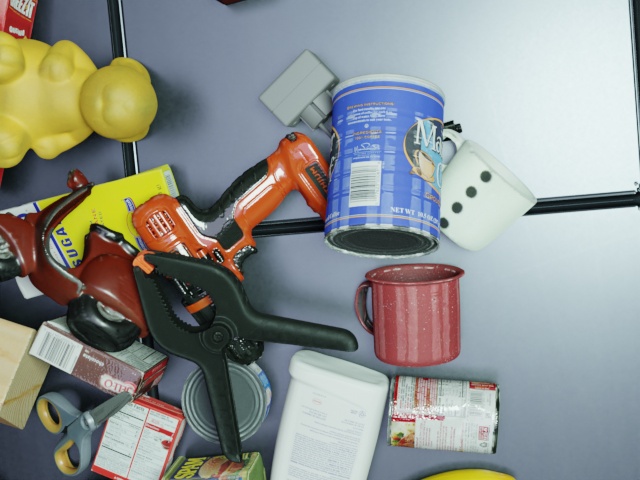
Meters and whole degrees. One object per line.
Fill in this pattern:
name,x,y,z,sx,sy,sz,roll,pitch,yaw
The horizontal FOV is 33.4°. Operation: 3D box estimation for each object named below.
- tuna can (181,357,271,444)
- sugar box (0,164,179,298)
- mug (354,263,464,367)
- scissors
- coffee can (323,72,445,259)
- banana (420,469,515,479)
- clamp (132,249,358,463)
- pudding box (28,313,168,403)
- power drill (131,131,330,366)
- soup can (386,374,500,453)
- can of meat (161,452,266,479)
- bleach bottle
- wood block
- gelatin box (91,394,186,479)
tuna can,-0.092,0.156,1.056,0.086,0.033,0.086,1,95,8
sugar box,-0.221,-0.008,1.054,0.176,0.048,0.093,-15,96,7
mug,0.080,0.069,1.003,0.117,0.093,0.081,5,102,38
scissors,-0.234,0.162,1.032,0.096,0.016,0.202,52,138,18
coffee can,0.058,-0.064,0.948,0.103,0.103,0.140,1,75,8
banana,0.095,0.270,1.041,0.198,0.037,0.069,-38,106,11
clamp,-0.094,0.093,0.967,0.210,0.036,0.164,37,97,-8
pudding box,-0.213,0.112,1.041,0.113,0.090,0.039,28,96,5
power drill,-0.057,0.001,1.005,0.187,0.057,0.184,-35,100,-4
soup can,0.116,0.164,1.010,0.102,0.068,0.068,4,95,7
can of meat,-0.101,0.242,1.031,0.084,0.102,0.057,-7,94,6
bleach bottle,-0.011,0.241,1.039,0.102,0.068,0.251,17,99,7
wood block,-0.382,0.108,1.052,0.206,0.091,0.090,17,72,6
gelatin box,-0.181,0.202,1.075,0.073,0.030,0.089,20,97,7
